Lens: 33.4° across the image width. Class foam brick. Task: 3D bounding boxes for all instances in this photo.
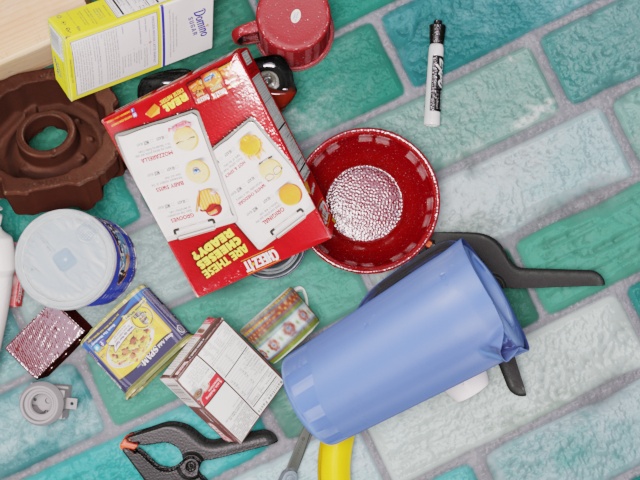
[{"bbox_3d":[-0.300,0.109,1.186,0.051,0.053,0.078,45,89,1],"label":"foam brick"}]

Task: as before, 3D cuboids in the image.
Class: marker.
[{"bbox_3d":[0.130,-0.191,1.216,0.020,0.020,0.121,4,88,0],"label":"marker"}]

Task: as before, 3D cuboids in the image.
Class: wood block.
[{"bbox_3d":[-0.353,-0.230,1.179,0.206,0.090,0.091,-24,89,-2],"label":"wood block"}]

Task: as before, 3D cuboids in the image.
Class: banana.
[{"bbox_3d":[0.029,0.257,1.194,0.069,0.037,0.198,-8,89,-20],"label":"banana"}]

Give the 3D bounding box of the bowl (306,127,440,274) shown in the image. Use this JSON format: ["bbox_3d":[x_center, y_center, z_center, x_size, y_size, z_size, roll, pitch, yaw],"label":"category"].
[{"bbox_3d":[0.050,-0.043,1.192,0.162,0.055,0.162,0,88,0],"label":"bowl"}]

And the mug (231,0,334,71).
[{"bbox_3d":[-0.041,-0.239,1.185,0.117,0.081,0.093,-10,88,-1],"label":"mug"}]

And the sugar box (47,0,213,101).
[{"bbox_3d":[-0.201,-0.223,1.151,0.176,0.093,0.048,-27,62,-24],"label":"sugar box"}]

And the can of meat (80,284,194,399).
[{"bbox_3d":[-0.203,0.111,1.185,0.102,0.057,0.084,-43,87,-2],"label":"can of meat"}]

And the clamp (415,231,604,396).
[{"bbox_3d":[0.190,0.065,1.199,0.210,0.036,0.164,28,90,3],"label":"clamp"}]

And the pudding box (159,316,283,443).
[{"bbox_3d":[-0.104,0.152,1.161,0.113,0.039,0.090,49,62,-24],"label":"pudding box"}]

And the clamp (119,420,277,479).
[{"bbox_3d":[-0.134,0.241,1.190,0.171,0.039,0.120,28,81,-6],"label":"clamp"}]

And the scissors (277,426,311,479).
[{"bbox_3d":[-0.026,0.284,1.197,0.096,0.016,0.201,43,74,-19],"label":"scissors"}]

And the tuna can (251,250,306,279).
[{"bbox_3d":[-0.058,0.001,1.201,0.086,0.034,0.086,0,88,0],"label":"tuna can"}]

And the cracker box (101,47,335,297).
[{"bbox_3d":[-0.103,-0.072,1.120,0.164,0.072,0.213,-24,103,15],"label":"cracker box"}]

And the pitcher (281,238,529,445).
[{"bbox_3d":[0.083,0.106,1.122,0.243,0.149,0.145,-31,83,13],"label":"pitcher"}]

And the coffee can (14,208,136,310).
[{"bbox_3d":[-0.259,0.022,1.145,0.103,0.140,0.103,0,88,-1],"label":"coffee can"}]
